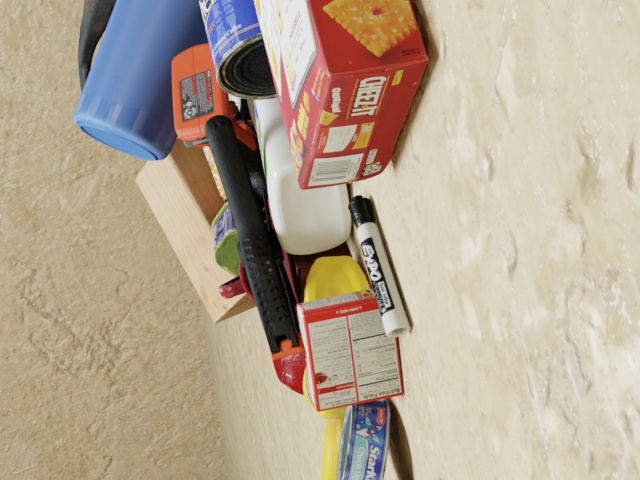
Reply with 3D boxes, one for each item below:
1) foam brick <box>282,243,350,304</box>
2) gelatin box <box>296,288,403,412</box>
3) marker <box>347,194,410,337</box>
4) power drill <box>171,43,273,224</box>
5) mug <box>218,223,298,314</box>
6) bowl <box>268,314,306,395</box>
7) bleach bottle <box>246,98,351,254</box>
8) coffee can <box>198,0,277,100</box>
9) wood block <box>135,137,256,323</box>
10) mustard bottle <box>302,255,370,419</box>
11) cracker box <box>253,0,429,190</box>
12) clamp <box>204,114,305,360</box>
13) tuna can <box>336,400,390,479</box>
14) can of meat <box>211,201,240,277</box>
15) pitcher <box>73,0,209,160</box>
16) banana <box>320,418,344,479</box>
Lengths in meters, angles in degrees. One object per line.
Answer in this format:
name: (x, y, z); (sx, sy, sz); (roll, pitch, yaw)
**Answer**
foam brick: (-0.006, 0.014, 0.999); (0.078, 0.053, 0.051); (-110, 13, -45)
gelatin box: (0.024, 0.087, 0.852); (0.030, 0.073, 0.089); (-124, 25, -69)
marker: (0.044, 0.017, 0.823); (0.020, 0.020, 0.121); (97, 160, -60)
power drill: (-0.087, -0.125, 1.119); (0.187, 0.057, 0.184); (44, -148, -56)
mug: (-0.048, 0.030, 1.084); (0.093, 0.117, 0.081); (64, 176, -6)
bowl: (-0.027, 0.111, 1.207); (0.162, 0.055, 0.162); (169, 90, -79)
bleach bottle: (-0.032, -0.098, 1.008); (0.251, 0.068, 0.102); (-109, 9, -54)
coffee can: (-0.050, -0.202, 0.878); (0.103, 0.102, 0.140); (103, 154, -66)
wood block: (-0.124, -0.019, 1.280); (0.206, 0.090, 0.090); (60, 140, 11)
mustard bottle: (0.013, 0.106, 0.969); (0.192, 0.058, 0.096); (91, 173, -51)
cracker box: (0.003, -0.165, 0.722); (0.164, 0.072, 0.214); (106, 153, -67)
clamp: (-0.056, 0.001, 0.941); (0.164, 0.036, 0.210); (67, -174, -59)
tuna can: (0.036, 0.177, 0.910); (0.086, 0.033, 0.086); (-173, 92, -88)
can of meat: (-0.070, 0.010, 1.174); (0.057, 0.102, 0.084); (-54, 17, 17)
pitcher: (-0.165, -0.210, 1.157); (0.243, 0.149, 0.145); (-68, 15, -8)
banana: (0.015, 0.253, 1.167); (0.198, 0.037, 0.069); (96, 160, -57)
